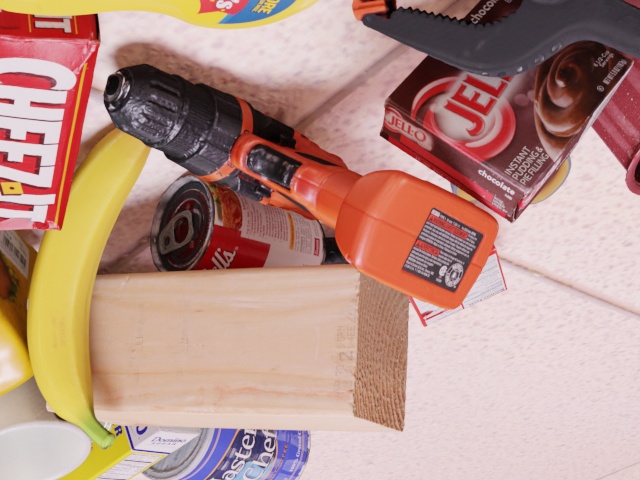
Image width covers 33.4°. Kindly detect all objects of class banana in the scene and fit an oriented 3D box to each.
[{"bbox_3d":[-0.141,0.022,0.643,0.070,0.198,0.037,5,177,11],"label":"banana"}]

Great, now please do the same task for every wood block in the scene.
[{"bbox_3d":[-0.056,0.070,0.670,0.206,0.090,0.090,-3,165,24],"label":"wood block"}]

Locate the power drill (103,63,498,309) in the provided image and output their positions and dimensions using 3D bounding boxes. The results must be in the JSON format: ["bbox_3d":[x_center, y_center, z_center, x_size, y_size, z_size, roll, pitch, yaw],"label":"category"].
[{"bbox_3d":[-0.009,-0.034,0.585,0.184,0.188,0.057,20,98,-45],"label":"power drill"}]

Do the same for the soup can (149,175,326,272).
[{"bbox_3d":[-0.055,0.001,0.723,0.102,0.068,0.069,16,140,-41],"label":"soup can"}]

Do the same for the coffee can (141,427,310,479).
[{"bbox_3d":[-0.091,0.178,0.976,0.103,0.103,0.140,-29,146,27],"label":"coffee can"}]

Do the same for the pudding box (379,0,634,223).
[{"bbox_3d":[0.100,-0.076,0.577,0.113,0.090,0.039,-47,164,-27],"label":"pudding box"}]

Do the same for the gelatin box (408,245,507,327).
[{"bbox_3d":[0.099,0.026,0.807,0.073,0.030,0.089,-26,154,4],"label":"gelatin box"}]

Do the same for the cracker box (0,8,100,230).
[{"bbox_3d":[-0.229,-0.070,0.531,0.213,0.072,0.164,0,148,-21],"label":"cracker box"}]

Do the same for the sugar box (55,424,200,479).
[{"bbox_3d":[-0.175,0.156,0.920,0.048,0.093,0.177,13,141,-37],"label":"sugar box"}]

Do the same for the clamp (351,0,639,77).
[{"bbox_3d":[0.118,-0.144,0.522,0.210,0.164,0.036,-1,-170,18],"label":"clamp"}]
